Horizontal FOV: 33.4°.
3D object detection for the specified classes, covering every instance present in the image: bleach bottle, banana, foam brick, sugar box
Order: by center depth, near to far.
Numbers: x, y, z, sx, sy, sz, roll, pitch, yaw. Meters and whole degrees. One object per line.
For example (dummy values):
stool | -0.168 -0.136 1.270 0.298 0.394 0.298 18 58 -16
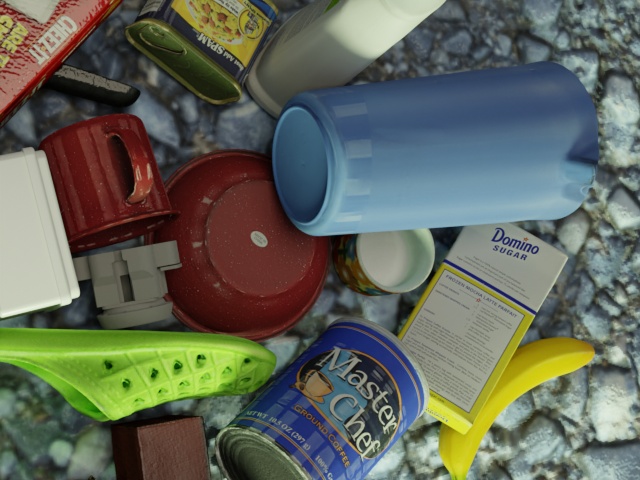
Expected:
foam brick | -0.119 0.158 0.791 0.052 0.078 0.051 -7 85 -26
bleach bottle | 0.028 -0.164 0.801 0.068 0.251 0.102 39 70 -14
sugar box | 0.129 0.065 0.913 0.093 0.048 0.176 31 68 10
banana | 0.165 0.137 0.940 0.197 0.037 0.069 -41 117 -21

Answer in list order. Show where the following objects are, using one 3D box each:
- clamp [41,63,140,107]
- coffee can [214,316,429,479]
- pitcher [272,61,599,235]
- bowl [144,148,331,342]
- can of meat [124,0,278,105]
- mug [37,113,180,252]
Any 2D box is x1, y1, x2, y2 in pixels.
clamp | -0.222 -0.135 0.808 0.171 0.039 0.120 -28 89 -21
coffee can | 0.003 0.139 0.814 0.140 0.103 0.103 -41 100 -37
pitcher | 0.084 -0.073 0.849 0.242 0.149 0.145 -7 72 -29
bowl | -0.056 0.001 0.851 0.161 0.055 0.162 3 82 -22
can of meat | -0.092 -0.173 0.851 0.102 0.058 0.084 37 68 -30
mug | -0.155 -0.046 0.784 0.093 0.117 0.081 -15 84 -31
